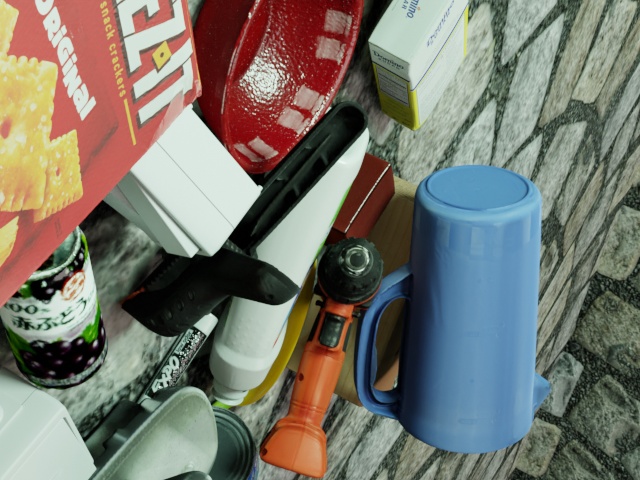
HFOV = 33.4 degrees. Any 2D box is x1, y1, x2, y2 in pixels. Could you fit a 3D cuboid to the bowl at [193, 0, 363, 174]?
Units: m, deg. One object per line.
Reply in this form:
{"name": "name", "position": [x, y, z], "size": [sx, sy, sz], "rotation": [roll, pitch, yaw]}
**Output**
{"name": "bowl", "position": [-0.036, -0.127, 0.690], "size": [0.162, 0.055, 0.162], "rotation": [-49, 154, -34]}

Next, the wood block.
{"name": "wood block", "position": [0.055, 0.047, 1.056], "size": [0.090, 0.090, 0.206], "rotation": [-11, 124, -65]}

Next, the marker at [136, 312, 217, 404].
{"name": "marker", "position": [-0.119, 0.106, 0.818], "size": [0.121, 0.020, 0.020], "rotation": [-58, 158, -16]}

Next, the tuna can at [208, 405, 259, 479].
{"name": "tuna can", "position": [-0.093, 0.181, 0.871], "size": [0.086, 0.086, 0.034], "rotation": [-54, 158, -23]}

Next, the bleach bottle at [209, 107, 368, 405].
{"name": "bleach bottle", "position": [-0.036, 0.021, 0.845], "size": [0.102, 0.068, 0.251], "rotation": [-72, -177, -63]}

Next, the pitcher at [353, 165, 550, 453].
{"name": "pitcher", "position": [0.124, 0.061, 0.960], "size": [0.149, 0.145, 0.243], "rotation": [-31, 130, -43]}

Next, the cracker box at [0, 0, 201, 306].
{"name": "cracker box", "position": [-0.139, -0.073, 0.457], "size": [0.213, 0.072, 0.164], "rotation": [-54, 154, -37]}

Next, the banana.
{"name": "banana", "position": [-0.038, 0.069, 0.936], "size": [0.069, 0.037, 0.198], "rotation": [-7, 121, -67]}

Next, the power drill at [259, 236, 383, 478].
{"name": "power drill", "position": [0.005, 0.092, 0.853], "size": [0.184, 0.057, 0.187], "rotation": [90, 18, -81]}

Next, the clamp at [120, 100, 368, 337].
{"name": "clamp", "position": [-0.054, 0.001, 0.672], "size": [0.210, 0.036, 0.164], "rotation": [-28, -153, 47]}

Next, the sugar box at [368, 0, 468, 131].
{"name": "sugar box", "position": [0.085, -0.164, 0.904], "size": [0.093, 0.048, 0.176], "rotation": [-58, 166, -7]}

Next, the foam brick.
{"name": "foam brick", "position": [0.023, -0.036, 0.938], "size": [0.078, 0.053, 0.051], "rotation": [-56, 157, -16]}
